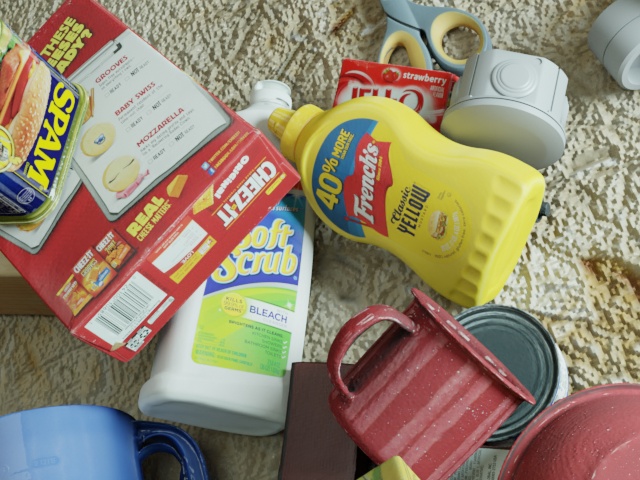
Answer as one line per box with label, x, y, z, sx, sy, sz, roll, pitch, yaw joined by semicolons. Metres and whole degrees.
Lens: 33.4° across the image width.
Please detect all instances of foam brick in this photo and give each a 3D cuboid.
foam brick;0.010;0.120;0.672;0.051;0.053;0.078;-4;67;24

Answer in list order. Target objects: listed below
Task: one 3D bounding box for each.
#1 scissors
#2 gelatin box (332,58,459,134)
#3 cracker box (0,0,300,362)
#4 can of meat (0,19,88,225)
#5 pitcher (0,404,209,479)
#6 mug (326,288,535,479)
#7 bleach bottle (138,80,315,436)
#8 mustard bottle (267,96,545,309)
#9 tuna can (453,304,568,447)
scissors;0.073;-0.184;0.803;0.096;0.016;0.202;-16;63;21
gelatin box;0.050;-0.085;0.748;0.089;0.030;0.073;15;94;30
cracker box;-0.142;-0.048;0.703;0.164;0.072;0.214;-48;55;-3
can of meat;-0.196;-0.073;0.645;0.058;0.083;0.102;0;65;27
pitcher;-0.148;0.231;0.661;0.149;0.144;0.243;-35;59;32
mug;0.051;0.081;0.594;0.081;0.117;0.093;-48;33;5
bleach bottle;-0.055;0.001;0.734;0.068;0.102;0.251;141;139;-58
mustard bottle;0.044;-0.040;0.698;0.192;0.058;0.096;31;120;24
tuna can;0.107;0.084;0.653;0.086;0.033;0.086;-10;63;21
